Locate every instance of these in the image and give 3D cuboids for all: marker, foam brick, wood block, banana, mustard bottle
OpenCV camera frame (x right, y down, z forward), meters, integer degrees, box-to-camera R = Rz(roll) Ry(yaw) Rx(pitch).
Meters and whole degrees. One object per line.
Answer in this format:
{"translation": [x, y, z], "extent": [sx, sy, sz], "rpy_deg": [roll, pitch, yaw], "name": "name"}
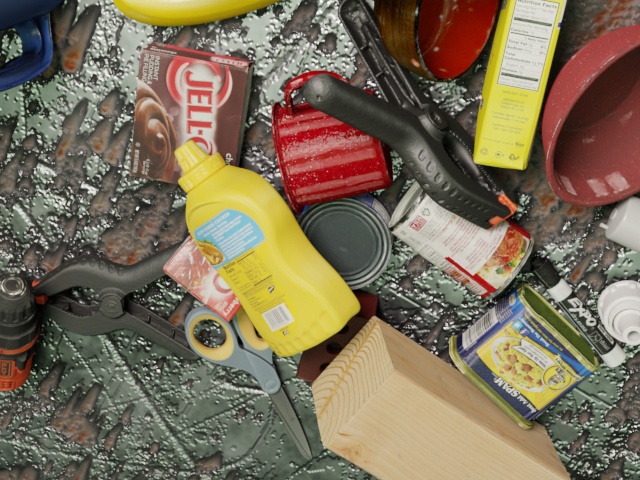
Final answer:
{"translation": [0.220, 0.060, 0.918], "extent": [0.020, 0.020, 0.121], "rpy_deg": [-37, 102, 22], "name": "marker"}
{"translation": [0.015, 0.085, 0.946], "extent": [0.053, 0.051, 0.078], "rpy_deg": [16, 115, 2], "name": "foam brick"}
{"translation": [0.103, 0.167, 0.915], "extent": [0.206, 0.090, 0.091], "rpy_deg": [34, 108, -22], "name": "wood block"}
{"translation": [-0.078, -0.199, 0.836], "extent": [0.198, 0.069, 0.037], "rpy_deg": [-9, 79, 7], "name": "banana"}
{"translation": [-0.055, 0.001, 0.868], "extent": [0.191, 0.058, 0.096], "rpy_deg": [54, 140, -6], "name": "mustard bottle"}

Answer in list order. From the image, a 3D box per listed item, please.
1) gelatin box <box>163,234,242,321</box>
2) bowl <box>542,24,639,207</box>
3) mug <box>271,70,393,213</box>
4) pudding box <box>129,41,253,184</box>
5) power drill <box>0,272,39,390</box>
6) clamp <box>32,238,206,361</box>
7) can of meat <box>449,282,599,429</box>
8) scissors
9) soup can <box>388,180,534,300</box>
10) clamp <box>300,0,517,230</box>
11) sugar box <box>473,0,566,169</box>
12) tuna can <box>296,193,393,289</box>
{"translation": [-0.081, 0.013, 0.926], "extent": [0.073, 0.030, 0.089], "rpy_deg": [39, 87, -6], "name": "gelatin box"}
{"translation": [0.224, -0.104, 0.802], "extent": [0.162, 0.055, 0.162], "rpy_deg": [-19, 139, -18], "name": "bowl"}
{"translation": [0.009, -0.084, 0.853], "extent": [0.081, 0.093, 0.117], "rpy_deg": [-11, 124, 9], "name": "mug"}
{"translation": [-0.108, -0.103, 0.894], "extent": [0.090, 0.039, 0.113], "rpy_deg": [11, 115, 4], "name": "pudding box"}
{"translation": [-0.344, 0.068, 0.948], "extent": [0.187, 0.057, 0.185], "rpy_deg": [15, 144, -8], "name": "power drill"}
{"translation": [-0.180, 0.061, 0.978], "extent": [0.171, 0.039, 0.120], "rpy_deg": [-4, 107, 9], "name": "clamp"}
{"translation": [0.176, 0.098, 0.922], "extent": [0.102, 0.057, 0.084], "rpy_deg": [43, 111, -10], "name": "can of meat"}
{"translation": [-0.067, 0.129, 0.988], "extent": [0.096, 0.016, 0.202], "rpy_deg": [-11, 112, -8], "name": "scissors"}
{"translation": [0.115, -0.007, 0.881], "extent": [0.102, 0.068, 0.069], "rpy_deg": [36, 114, -6], "name": "soup can"}
{"translation": [0.073, -0.092, 0.819], "extent": [0.209, 0.164, 0.036], "rpy_deg": [40, 124, -22], "name": "clamp"}
{"translation": [0.152, -0.150, 0.799], "extent": [0.048, 0.093, 0.176], "rpy_deg": [9, 113, 5], "name": "sugar box"}
{"translation": [0.020, -0.002, 0.918], "extent": [0.086, 0.033, 0.086], "rpy_deg": [4, 114, 8], "name": "tuna can"}
